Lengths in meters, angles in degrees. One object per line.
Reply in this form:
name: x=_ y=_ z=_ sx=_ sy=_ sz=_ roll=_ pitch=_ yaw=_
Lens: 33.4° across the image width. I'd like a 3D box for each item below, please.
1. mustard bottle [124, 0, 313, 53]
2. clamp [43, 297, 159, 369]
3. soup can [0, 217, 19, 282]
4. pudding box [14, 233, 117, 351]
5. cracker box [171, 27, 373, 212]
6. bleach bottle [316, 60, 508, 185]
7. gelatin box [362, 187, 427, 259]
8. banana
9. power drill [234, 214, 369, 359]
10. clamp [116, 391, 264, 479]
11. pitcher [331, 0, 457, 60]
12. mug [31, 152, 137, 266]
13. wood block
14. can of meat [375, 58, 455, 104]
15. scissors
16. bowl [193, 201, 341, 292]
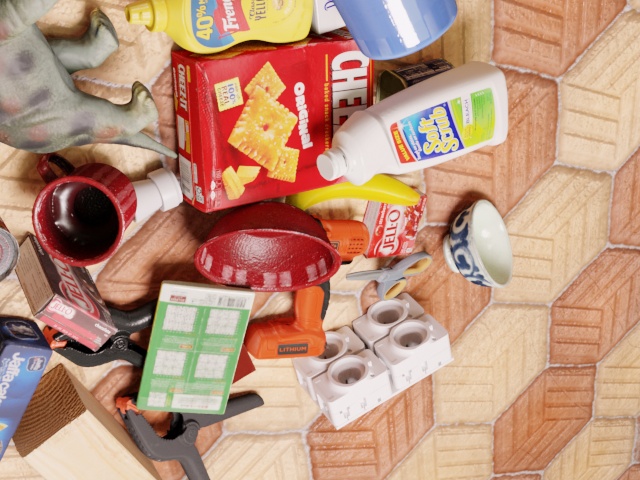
mustard bottle: x=-0.102 y=-0.237 z=1.060 sx=0.191 sy=0.058 sz=0.096 roll=-14 pitch=121 yaw=-26
clamp: x=-0.226 y=0.101 z=1.222 sx=0.171 sy=0.039 sz=0.120 roll=9 pitch=110 yaw=-40
soup can: x=-0.337 y=-0.008 z=1.022 sx=0.068 sy=0.102 sz=0.068 roll=-18 pitch=129 yaw=-24
pudding box: x=-0.268 y=0.054 z=1.107 sx=0.039 sy=0.114 sz=0.090 roll=-45 pitch=135 yaw=4
cracker box: x=-0.046 y=-0.132 z=1.146 sx=0.213 sy=0.072 sz=0.164 roll=-13 pitch=116 yaw=-27
bleach bottle: x=0.100 y=-0.116 z=1.175 sx=0.250 sy=0.068 sz=0.102 roll=-27 pitch=125 yaw=-32
gelatin box: x=0.091 y=-0.022 z=1.365 sx=0.073 sy=0.030 sz=0.089 roll=-5 pitch=122 yaw=-33
banana: x=0.029 y=-0.056 z=1.274 sx=0.197 sy=0.070 sz=0.037 roll=-12 pitch=155 yaw=-35
power drill: x=-0.040 y=0.056 z=1.307 sx=0.184 sy=0.057 sz=0.188 roll=0 pitch=121 yaw=-27
clamp: x=-0.164 y=0.232 z=1.341 sx=0.209 sy=0.036 sz=0.164 roll=41 pitch=64 yaw=-34
pitcher: x=0.045 y=-0.308 z=1.031 sx=0.149 sy=0.145 sz=0.242 roll=-31 pitch=119 yaw=-3
mug: x=-0.240 y=-0.040 z=1.073 sx=0.093 sy=0.081 sz=0.117 roll=-37 pitch=101 yaw=15
wood block: x=-0.273 y=0.253 z=1.258 sx=0.090 sy=0.091 sz=0.206 roll=-37 pitch=135 yaw=-8
can of meat: x=0.115 y=-0.161 z=1.268 sx=0.083 sy=0.057 sz=0.102 roll=-19 pitch=130 yaw=-28
scissors: x=0.073 y=0.055 z=1.371 sx=0.201 sy=0.016 sz=0.096 roll=-16 pitch=148 yaw=-48
bowl: x=-0.058 y=0.001 z=1.175 sx=0.162 sy=0.055 sz=0.162 roll=0 pitch=154 yaw=0
